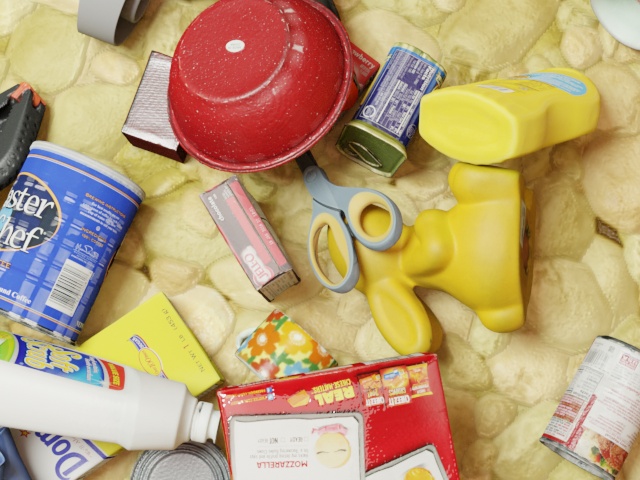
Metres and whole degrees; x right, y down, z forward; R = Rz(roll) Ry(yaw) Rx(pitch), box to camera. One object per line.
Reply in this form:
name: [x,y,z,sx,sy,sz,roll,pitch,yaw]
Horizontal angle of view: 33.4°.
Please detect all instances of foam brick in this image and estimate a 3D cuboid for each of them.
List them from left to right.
foam brick: [-0.132,-0.115,0.928,0.051,0.053,0.078,18,83,3]

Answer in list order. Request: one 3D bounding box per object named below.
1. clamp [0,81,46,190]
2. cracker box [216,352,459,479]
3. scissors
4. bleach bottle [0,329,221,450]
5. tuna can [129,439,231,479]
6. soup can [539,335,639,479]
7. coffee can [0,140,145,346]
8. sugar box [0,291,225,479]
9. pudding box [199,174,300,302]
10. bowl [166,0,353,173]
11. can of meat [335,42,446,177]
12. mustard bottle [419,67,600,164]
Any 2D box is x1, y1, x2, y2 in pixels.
clamp: [-0.304,-0.044,0.903,0.165,0.036,0.210,34,76,36]
cracker box: [0.020,0.200,0.783,0.164,0.072,0.214,-10,85,-6]
scissors: [0.013,-0.053,0.888,0.096,0.016,0.202,-25,60,26]
bleach bottle: [-0.200,0.116,0.833,0.251,0.102,0.068,12,100,0]
tuna can: [-0.114,0.204,0.887,0.086,0.034,0.086,0,81,0]
soup can: [0.234,0.137,0.876,0.068,0.068,0.102,30,82,5]
coffee can: [-0.220,0.003,0.881,0.103,0.103,0.140,22,79,4]
sugar box: [-0.179,0.129,0.893,0.176,0.048,0.093,-35,82,-6]
pudding box: [-0.056,0.001,0.877,0.039,0.113,0.090,-31,81,0]
bowl: [-0.058,-0.136,0.830,0.162,0.055,0.162,-7,68,17]
can of meat: [0.060,-0.109,0.900,0.057,0.102,0.084,29,80,0]
mustard bottle: [0.174,-0.108,0.880,0.096,0.191,0.058,17,115,41]
